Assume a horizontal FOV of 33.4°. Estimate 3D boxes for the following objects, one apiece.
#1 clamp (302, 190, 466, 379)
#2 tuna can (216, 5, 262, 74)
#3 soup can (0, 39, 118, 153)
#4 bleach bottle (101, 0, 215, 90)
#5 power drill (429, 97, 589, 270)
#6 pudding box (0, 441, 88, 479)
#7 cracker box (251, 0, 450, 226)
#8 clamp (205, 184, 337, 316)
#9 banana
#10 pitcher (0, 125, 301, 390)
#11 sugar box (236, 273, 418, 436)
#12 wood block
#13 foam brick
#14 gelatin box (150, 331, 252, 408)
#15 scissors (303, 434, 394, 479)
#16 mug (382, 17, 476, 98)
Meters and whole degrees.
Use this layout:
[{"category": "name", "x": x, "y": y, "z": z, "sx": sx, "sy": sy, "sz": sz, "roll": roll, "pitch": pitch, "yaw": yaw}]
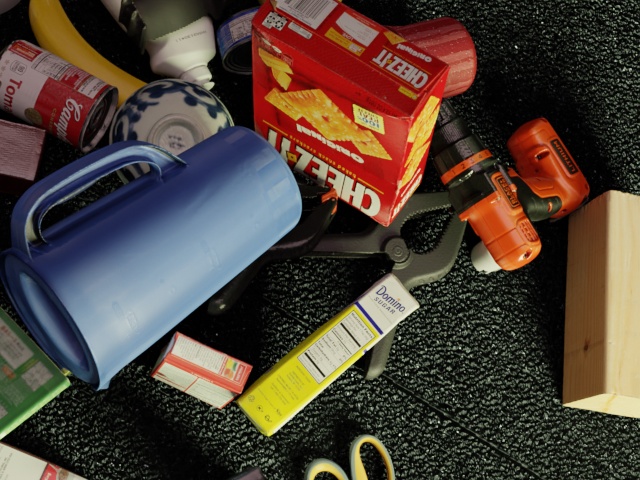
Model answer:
[{"category": "clamp", "x": 0.073, "y": 0.025, "z": 1.053, "sx": 0.209, "sy": 0.036, "sz": 0.164, "roll": -30, "pitch": 86, "yaw": -18}, {"category": "tuna can", "x": -0.059, "y": -0.198, "z": 1.055, "sx": 0.086, "sy": 0.086, "sz": 0.034, "roll": -10, "pitch": 76, "yaw": -19}, {"category": "soup can", "x": -0.247, "y": -0.134, "z": 0.984, "sx": 0.102, "sy": 0.068, "sz": 0.068, "roll": 27, "pitch": 68, "yaw": 2}, {"category": "bleach bottle", "x": -0.181, "y": -0.254, "z": 1.049, "sx": 0.102, "sy": 0.068, "sz": 0.251, "roll": -25, "pitch": 84, "yaw": -24}, {"category": "power drill", "x": 0.182, "y": -0.071, "z": 1.059, "sx": 0.187, "sy": 0.057, "sz": 0.184, "roll": -21, "pitch": 80, "yaw": -51}, {"category": "pudding box", "x": -0.256, "y": 0.226, "z": 0.899, "sx": 0.113, "sy": 0.039, "sz": 0.090, "roll": 24, "pitch": 69, "yaw": -6}, {"category": "cracker box", "x": 0.019, "y": -0.118, "z": 0.967, "sx": 0.164, "sy": 0.214, "sz": 0.072, "roll": 33, "pitch": 68, "yaw": 12}, {"category": "clamp", "x": -0.057, "y": 0.001, "z": 0.999, "sx": 0.171, "sy": 0.039, "sz": 0.120, "roll": -17, "pitch": 68, "yaw": -11}, {"category": "banana", "x": -0.219, "y": -0.178, "z": 1.029, "sx": 0.069, "sy": 0.037, "sz": 0.198, "roll": -41, "pitch": 88, "yaw": -21}, {"category": "pitcher", "x": -0.137, "y": -0.004, "z": 0.888, "sx": 0.242, "sy": 0.149, "sz": 0.145, "roll": -37, "pitch": 82, "yaw": -28}, {"category": "sugar box", "x": 0.004, "y": 0.103, "z": 0.961, "sx": 0.176, "sy": 0.093, "sz": 0.048, "roll": -42, "pitch": 88, "yaw": -10}, {"category": "wood block", "x": 0.307, "y": 0.066, "z": 1.080, "sx": 0.090, "sy": 0.091, "sz": 0.206, "roll": 11, "pitch": 72, "yaw": -12}, {"category": "foam brick", "x": -0.294, "y": -0.077, "z": 0.970, "sx": 0.078, "sy": 0.053, "sz": 0.051, "roll": 12, "pitch": 71, "yaw": -14}, {"category": "gelatin box", "x": -0.107, "y": 0.115, "z": 0.946, "sx": 0.073, "sy": 0.089, "sz": 0.030, "roll": 26, "pitch": 68, "yaw": -8}, {"category": "scissors", "x": 0.037, "y": 0.280, "z": 0.979, "sx": 0.096, "sy": 0.016, "sz": 0.202, "roll": -1, "pitch": 74, "yaw": -15}, {"category": "mug", "x": 0.100, "y": -0.189, "z": 1.105, "sx": 0.081, "sy": 0.093, "sz": 0.117, "roll": -18, "pitch": 43, "yaw": -25}]
